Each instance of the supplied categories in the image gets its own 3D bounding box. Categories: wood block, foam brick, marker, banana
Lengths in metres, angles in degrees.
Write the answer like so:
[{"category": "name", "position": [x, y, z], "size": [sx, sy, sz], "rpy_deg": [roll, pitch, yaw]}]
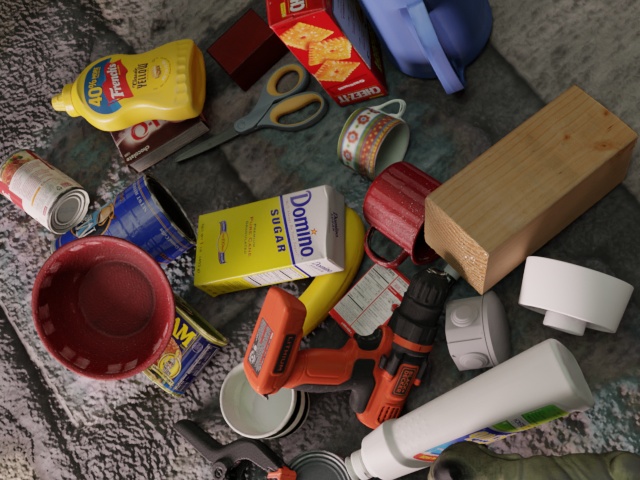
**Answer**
[{"category": "wood block", "position": [0.212, -0.053, 1.086], "size": [0.206, 0.091, 0.090], "rpy_deg": [-37, 64, -15]}, {"category": "foam brick", "position": [-0.089, -0.233, 1.302], "size": [0.078, 0.053, 0.051], "rpy_deg": [-42, 65, 3]}, {"category": "marker", "position": [0.112, 0.073, 1.155], "size": [0.020, 0.020, 0.121], "rpy_deg": [39, 89, 25]}, {"category": "banana", "position": [0.002, 0.044, 1.197], "size": [0.070, 0.037, 0.198], "rpy_deg": [20, 79, 42]}]

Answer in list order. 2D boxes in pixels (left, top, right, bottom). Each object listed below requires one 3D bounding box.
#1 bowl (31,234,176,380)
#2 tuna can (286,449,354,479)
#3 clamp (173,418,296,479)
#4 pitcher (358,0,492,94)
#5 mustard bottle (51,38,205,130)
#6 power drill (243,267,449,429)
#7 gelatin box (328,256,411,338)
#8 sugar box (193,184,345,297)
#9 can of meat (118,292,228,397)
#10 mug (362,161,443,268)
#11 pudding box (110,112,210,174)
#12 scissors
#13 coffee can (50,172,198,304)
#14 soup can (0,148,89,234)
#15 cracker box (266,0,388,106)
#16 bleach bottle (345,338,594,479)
[{"category": "bowl", "position": [-0.232, 0.070, 1.177], "size": [0.162, 0.055, 0.162], "rpy_deg": [1, 99, 7]}, {"category": "tuna can", "position": [0.000, 0.266, 1.127], "size": [0.086, 0.033, 0.086], "rpy_deg": [-6, 72, 18]}, {"category": "clamp", "position": [-0.105, 0.262, 1.149], "size": [0.172, 0.039, 0.120], "rpy_deg": [2, 82, 40]}, {"category": "pitcher", "position": [0.100, -0.271, 1.143], "size": [0.149, 0.242, 0.145], "rpy_deg": [27, 86, 25]}, {"category": "mustard bottle", "position": [-0.236, -0.182, 1.292], "size": [0.192, 0.058, 0.096], "rpy_deg": [-8, 68, 16]}, {"category": "power drill", "position": [0.029, 0.100, 1.074], "size": [0.057, 0.187, 0.184], "rpy_deg": [46, 119, 60]}, {"category": "gelatin box", "position": [0.063, 0.072, 1.156], "size": [0.089, 0.030, 0.073], "rpy_deg": [-46, 44, 1]}, {"category": "sugar box", "position": [-0.058, 0.001, 1.201], "size": [0.176, 0.048, 0.093], "rpy_deg": [-14, 62, 29]}, {"category": "can of meat", "position": [-0.171, 0.116, 1.222], "size": [0.102, 0.057, 0.084], "rpy_deg": [40, 92, 26]}, {"category": "mug", "position": [0.093, -0.024, 1.155], "size": [0.082, 0.093, 0.117], "rpy_deg": [37, 90, 30]}, {"category": "pudding box", "position": [-0.204, -0.149, 1.324], "size": [0.113, 0.039, 0.090], "rpy_deg": [-32, 66, 7]}, {"category": "scissors", "position": [-0.089, -0.158, 1.299], "size": [0.202, 0.016, 0.096], "rpy_deg": [-11, 69, 16]}, {"category": "coffee can", "position": [-0.229, 0.002, 1.251], "size": [0.140, 0.102, 0.103], "rpy_deg": [-35, 66, 6]}, {"category": "soup can", "position": [-0.346, -0.061, 1.332], "size": [0.102, 0.068, 0.068], "rpy_deg": [34, 87, 24]}, {"category": "cracker box", "position": [0.003, -0.267, 1.192], "size": [0.072, 0.213, 0.164], "rpy_deg": [-13, 69, 17]}, {"category": "bleach bottle", "position": [0.142, 0.183, 1.078], "size": [0.251, 0.102, 0.068], "rpy_deg": [-28, 62, 17]}]
